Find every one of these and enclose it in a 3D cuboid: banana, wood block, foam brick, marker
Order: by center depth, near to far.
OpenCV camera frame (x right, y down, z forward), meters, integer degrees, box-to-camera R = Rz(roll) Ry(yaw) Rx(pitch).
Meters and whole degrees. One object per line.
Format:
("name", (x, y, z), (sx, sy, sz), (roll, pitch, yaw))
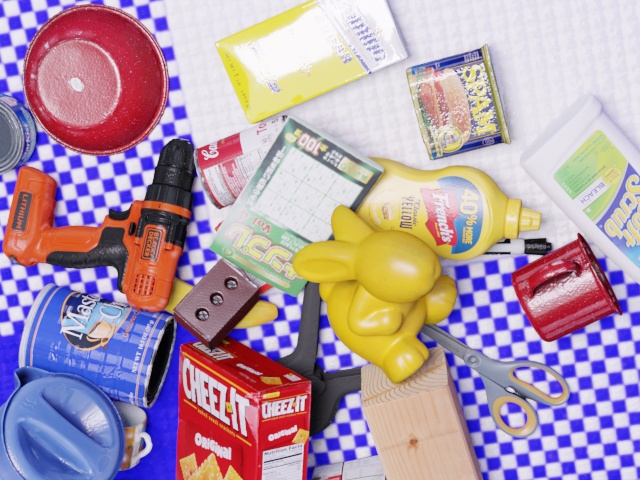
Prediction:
("foam brick", (-0.107, 0.066, 1.105), (0.053, 0.051, 0.078), (39, 74, 9))
("marker", (0.179, 0.006, 1.111), (0.121, 0.020, 0.020), (1, 102, 7))
("wood block", (0.115, 0.229, 1.112), (0.091, 0.090, 0.206), (-16, 109, 8))
("banana", (-0.143, 0.051, 1.152), (0.198, 0.037, 0.070), (32, 104, 0))

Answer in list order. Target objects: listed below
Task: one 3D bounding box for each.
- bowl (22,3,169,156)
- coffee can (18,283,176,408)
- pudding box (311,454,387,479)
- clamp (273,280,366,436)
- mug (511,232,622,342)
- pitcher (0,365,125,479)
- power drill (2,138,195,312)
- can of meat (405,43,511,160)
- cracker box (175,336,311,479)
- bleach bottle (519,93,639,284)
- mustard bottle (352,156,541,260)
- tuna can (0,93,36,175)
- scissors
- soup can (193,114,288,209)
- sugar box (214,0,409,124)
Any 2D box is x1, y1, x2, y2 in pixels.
("bowl", (-0.243, -0.164, 1.110), (0.162, 0.055, 0.162), (2, 102, 7))
("coffee can", (-0.236, 0.113, 1.143), (0.140, 0.102, 0.103), (15, 103, 4))
("pudding box", (0.033, 0.278, 1.138), (0.090, 0.113, 0.039), (-13, 111, 9))
("clamp", (-0.011, 0.139, 1.154), (0.210, 0.036, 0.164), (-40, 96, 14))
("mug", (0.241, 0.048, 1.067), (0.082, 0.117, 0.093), (-28, 64, 17))
("pitcher", (-0.314, 0.253, 1.128), (0.144, 0.149, 0.243), (27, 137, -25))
("power drill", (-0.229, -0.028, 1.122), (0.188, 0.057, 0.184), (9, 80, 11))
("can of meat", (0.138, -0.137, 1.067), (0.084, 0.057, 0.102), (-13, 99, 13))
("cracker box", (-0.087, 0.227, 1.119), (0.071, 0.164, 0.214), (-7, 106, -36))
("bleach bottle", (0.319, -0.024, 1.066), (0.251, 0.068, 0.103), (43, 104, -5))
("mustard bottle", (0.125, -0.029, 1.078), (0.192, 0.058, 0.096), (6, 103, 14))
("tuna can", (-0.348, -0.114, 1.140), (0.086, 0.033, 0.086), (4, 106, 13))
("scissors", (0.164, 0.147, 1.144), (0.202, 0.016, 0.096), (19, 104, 3))
("soup can", (-0.070, -0.081, 1.099), (0.102, 0.068, 0.068), (-20, 99, 10))
("sugar box", (-0.008, -0.193, 1.079), (0.176, 0.048, 0.093), (-22, 98, 12))
